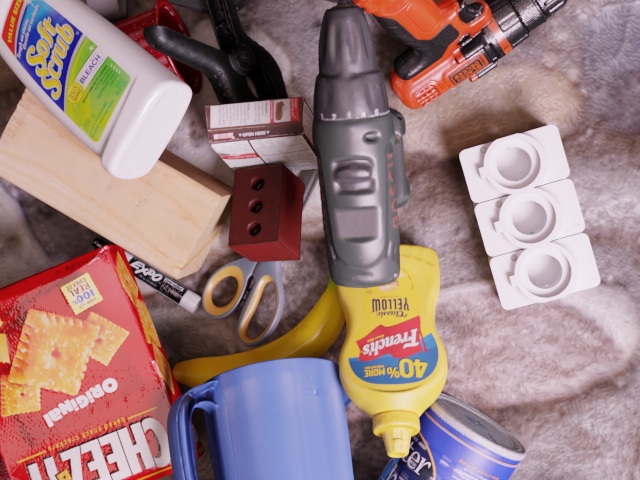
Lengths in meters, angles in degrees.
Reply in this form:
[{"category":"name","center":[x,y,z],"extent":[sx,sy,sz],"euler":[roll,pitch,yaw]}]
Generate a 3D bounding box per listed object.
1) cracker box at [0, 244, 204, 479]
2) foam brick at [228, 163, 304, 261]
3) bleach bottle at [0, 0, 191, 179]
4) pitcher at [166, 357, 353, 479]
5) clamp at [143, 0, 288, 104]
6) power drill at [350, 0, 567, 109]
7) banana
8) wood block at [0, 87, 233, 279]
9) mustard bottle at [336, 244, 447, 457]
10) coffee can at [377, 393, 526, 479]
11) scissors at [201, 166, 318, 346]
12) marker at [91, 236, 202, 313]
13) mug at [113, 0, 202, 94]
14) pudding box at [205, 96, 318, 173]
[{"category":"cracker box","center":[-0.223,0.131,0.977],"extent":[0.164,0.072,0.214],"euler":[-22,88,3]},{"category":"foam brick","center":[-0.050,-0.024,0.991],"extent":[0.053,0.051,0.078],"euler":[-5,71,22]},{"category":"bleach bottle","center":[-0.234,-0.165,0.943],"extent":[0.251,0.068,0.103],"euler":[38,105,18]},{"category":"pitcher","center":[-0.037,0.232,0.933],"extent":[0.149,0.145,0.243],"euler":[-13,66,8]},{"category":"clamp","center":[-0.081,-0.175,0.983],"extent":[0.039,0.171,0.120],"euler":[-3,54,44]},{"category":"power drill","center":[0.114,-0.207,0.914],"extent":[0.184,0.187,0.057],"euler":[-35,55,12]},{"category":"banana","center":[-0.048,0.103,1.027],"extent":[0.198,0.037,0.070],"euler":[-32,63,6]},{"category":"wood block","center":[-0.192,-0.056,1.006],"extent":[0.206,0.090,0.090],"euler":[30,97,4]},{"category":"mustard bottle","center":[0.064,0.099,0.956],"extent":[0.096,0.058,0.191],"euler":[-2,62,2]},{"category":"coffee can","center":[0.108,0.224,0.978],"extent":[0.103,0.102,0.140],"euler":[31,97,4]},{"category":"scissors","center":[-0.057,0.001,1.027],"extent":[0.096,0.016,0.202],"euler":[8,79,27]},{"category":"marker","center":[-0.171,0.032,1.044],"extent":[0.121,0.020,0.020],"euler":[31,97,4]},{"category":"mug","center":[-0.166,-0.158,0.991],"extent":[0.081,0.093,0.117],"euler":[-19,52,13]},{"category":"pudding box","center":[-0.047,-0.093,0.972],"extent":[0.090,0.113,0.039],"euler":[-5,79,9]}]
